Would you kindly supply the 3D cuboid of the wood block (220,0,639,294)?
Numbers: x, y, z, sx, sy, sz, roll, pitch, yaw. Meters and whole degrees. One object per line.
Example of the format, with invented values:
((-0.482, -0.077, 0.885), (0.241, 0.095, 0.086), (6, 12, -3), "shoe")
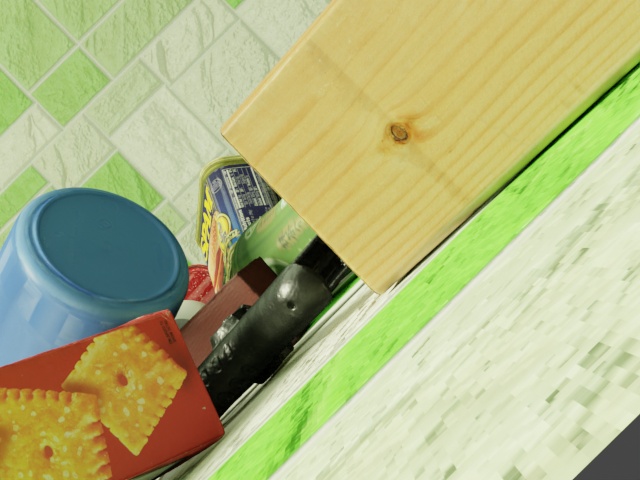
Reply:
((0.070, -0.088, 0.390), (0.206, 0.091, 0.090), (-44, 0, 27), "wood block")

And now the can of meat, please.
((-0.055, 0.001, 0.797), (0.057, 0.084, 0.102), (-8, -41, -18), "can of meat")

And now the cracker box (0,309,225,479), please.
((-0.173, 0.111, 0.457), (0.213, 0.072, 0.164), (-17, -13, -41), "cracker box")

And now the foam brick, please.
((-0.051, 0.057, 0.633), (0.078, 0.051, 0.053), (-45, 0, 15), "foam brick")

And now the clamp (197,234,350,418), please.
((-0.034, 0.051, 0.527), (0.172, 0.039, 0.120), (-51, -6, 18), "clamp")

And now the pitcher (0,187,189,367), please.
((-0.187, 0.081, 0.683), (0.149, 0.145, 0.243), (-28, -22, -52), "pitcher")
